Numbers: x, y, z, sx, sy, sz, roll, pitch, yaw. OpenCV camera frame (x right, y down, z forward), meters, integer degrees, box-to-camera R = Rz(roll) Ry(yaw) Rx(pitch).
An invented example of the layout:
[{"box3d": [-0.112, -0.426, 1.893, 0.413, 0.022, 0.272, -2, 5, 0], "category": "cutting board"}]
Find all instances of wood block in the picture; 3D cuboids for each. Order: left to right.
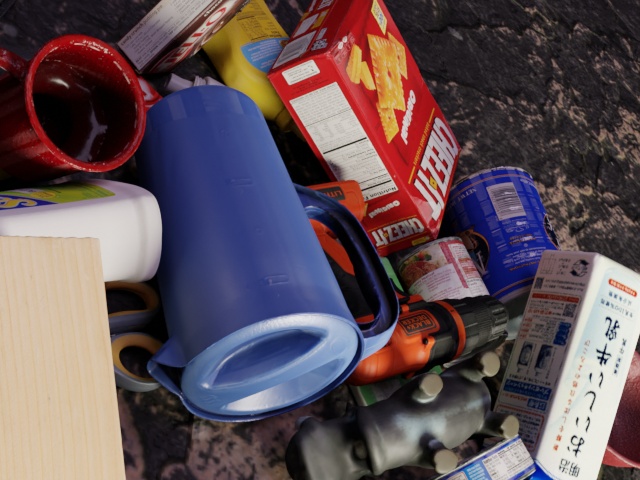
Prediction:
[{"box3d": [-0.169, 0.106, 0.573, 0.090, 0.090, 0.206, 1, 79, -49], "category": "wood block"}]

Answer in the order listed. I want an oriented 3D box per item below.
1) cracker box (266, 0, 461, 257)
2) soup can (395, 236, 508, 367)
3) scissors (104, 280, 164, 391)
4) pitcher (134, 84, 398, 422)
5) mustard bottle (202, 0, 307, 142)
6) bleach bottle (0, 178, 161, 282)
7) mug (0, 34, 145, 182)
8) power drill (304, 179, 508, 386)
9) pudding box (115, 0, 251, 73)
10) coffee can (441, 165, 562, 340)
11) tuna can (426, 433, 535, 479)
[{"box3d": [0.051, -0.119, 1.006, 0.213, 0.072, 0.164, 57, 33, -25], "category": "cracker box"}, {"box3d": [0.120, 0.057, 0.978, 0.068, 0.069, 0.102, -2, 59, -45], "category": "soup can"}, {"box3d": [-0.173, 0.079, 0.715, 0.096, 0.016, 0.201, 55, 38, 9], "category": "scissors"}, {"box3d": [-0.055, 0.001, 0.798, 0.149, 0.145, 0.243, 32, 30, -49], "category": "pitcher"}, {"box3d": [-0.061, -0.174, 1.012, 0.192, 0.058, 0.096, 55, 36, 9], "category": "mustard bottle"}, {"box3d": [-0.227, 0.005, 0.664, 0.250, 0.103, 0.068, -10, 106, -47], "category": "bleach bottle"}, {"box3d": [-0.189, -0.091, 0.726, 0.117, 0.082, 0.093, 33, 60, -36], "category": "mug"}, {"box3d": [0.049, 0.030, 0.892, 0.184, 0.057, 0.188, -10, 49, -41], "category": "power drill"}, {"box3d": [-0.112, -0.191, 0.914, 0.039, 0.114, 0.090, 48, 15, 0], "category": "pudding box"}, {"box3d": [0.184, 0.013, 1.050, 0.102, 0.103, 0.140, 11, 50, -39], "category": "coffee can"}, {"box3d": [0.128, 0.188, 0.854, 0.085, 0.086, 0.034, -14, 71, -49], "category": "tuna can"}]
